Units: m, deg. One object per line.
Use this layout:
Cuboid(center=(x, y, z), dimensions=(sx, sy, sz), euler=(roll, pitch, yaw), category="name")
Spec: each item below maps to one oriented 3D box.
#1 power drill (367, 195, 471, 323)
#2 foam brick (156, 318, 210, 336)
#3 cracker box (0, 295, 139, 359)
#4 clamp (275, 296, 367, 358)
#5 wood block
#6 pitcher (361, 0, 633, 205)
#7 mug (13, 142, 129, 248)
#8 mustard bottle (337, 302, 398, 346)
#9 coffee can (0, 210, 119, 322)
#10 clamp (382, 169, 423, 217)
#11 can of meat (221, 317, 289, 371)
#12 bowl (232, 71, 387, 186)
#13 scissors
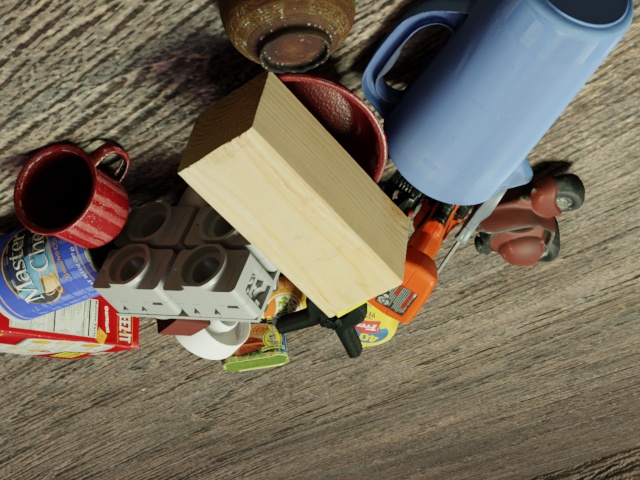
Cuboid(center=(0.126, -0.014, 1.152), dimensions=(0.057, 0.187, 0.185), euler=(31, 143, 4), category="power drill")
Cuboid(center=(-0.180, 0.079, 1.376), dimensions=(0.051, 0.078, 0.053), euler=(8, 152, -36), category="foam brick")
Cuboid(center=(-0.360, 0.101, 1.344), dimensions=(0.213, 0.072, 0.165), euler=(13, 162, -42), category="cracker box")
Cuboid(center=(0.022, 0.100, 1.372), dimensions=(0.120, 0.039, 0.172), euler=(19, 150, -14), category="clamp")
Cuboid(center=(-0.019, -0.038, 0.956), dimensions=(0.090, 0.090, 0.206), euler=(-28, 122, 30), category="wood block")
Cuboid(center=(0.149, -0.149, 0.921), dimensions=(0.149, 0.145, 0.243), euler=(-11, 156, -27), category="pitcher")
Cuboid(center=(-0.236, -0.049, 1.066), dimensions=(0.117, 0.093, 0.081), euler=(-49, 156, 1), category="mug")
Cuboid(center=(0.059, 0.092, 1.423), dimensions=(0.096, 0.058, 0.192), euler=(19, 147, 5), category="mustard bottle")
Cuboid(center=(-0.286, 0.023, 1.176), dimensions=(0.140, 0.103, 0.102), euler=(-19, 155, 22), category="coffee can")
Cuboid(center=(0.096, -0.066, 1.135), dimensions=(0.164, 0.036, 0.210), euler=(-53, 171, -1), category="clamp")
Cuboid(center=(-0.097, 0.138, 1.532), dimensions=(0.102, 0.084, 0.057), euler=(-9, 157, 1), category="can of meat")
Cuboid(center=(-0.016, -0.101, 0.999), dimensions=(0.162, 0.055, 0.162), euler=(5, 132, 5), category="bowl")
Cuboid(center=(0.165, -0.010, 1.194), dimensions=(0.016, 0.202, 0.096), euler=(32, -171, 2), category="scissors")
